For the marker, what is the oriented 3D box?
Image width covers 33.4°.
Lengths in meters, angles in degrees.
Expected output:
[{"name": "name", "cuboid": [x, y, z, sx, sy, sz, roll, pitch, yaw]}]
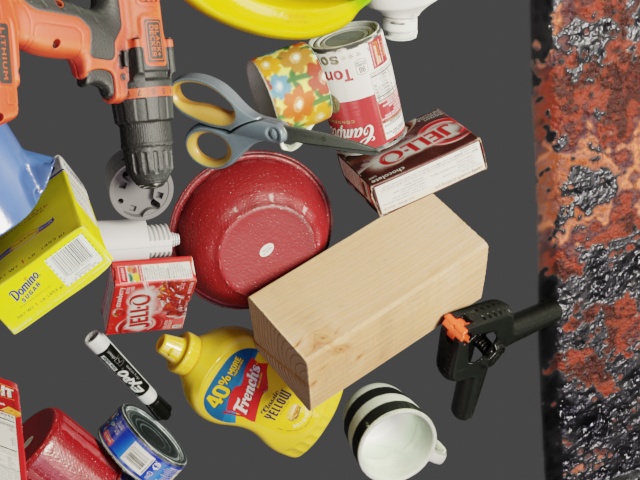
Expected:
[{"name": "marker", "cuboid": [-0.181, 0.131, 1.018, 0.020, 0.020, 0.121, -37, 119, -2]}]

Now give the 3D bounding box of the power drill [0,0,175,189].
[{"name": "power drill", "cuboid": [-0.191, -0.125, 0.822, 0.187, 0.057, 0.184, -12, 97, -51]}]

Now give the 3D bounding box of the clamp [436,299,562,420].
[{"name": "clamp", "cuboid": [0.173, 0.100, 1.080, 0.164, 0.036, 0.209, -47, 151, -2]}]

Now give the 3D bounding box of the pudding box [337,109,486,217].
[{"name": "pudding box", "cuboid": [0.084, -0.074, 0.985, 0.113, 0.090, 0.039, -26, 119, -7]}]

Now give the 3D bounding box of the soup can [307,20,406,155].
[{"name": "soup can", "cuboid": [0.033, -0.136, 0.952, 0.068, 0.068, 0.102, -22, 118, -10]}]

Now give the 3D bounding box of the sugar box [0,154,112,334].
[{"name": "sugar box", "cuboid": [-0.226, -0.004, 0.852, 0.093, 0.176, 0.048, -36, 122, -3]}]

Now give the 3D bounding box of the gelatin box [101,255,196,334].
[{"name": "gelatin box", "cuboid": [-0.156, 0.051, 0.963, 0.073, 0.030, 0.089, -3, 147, -21]}]

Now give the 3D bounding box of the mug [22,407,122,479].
[{"name": "mug", "cuboid": [-0.253, 0.213, 0.996, 0.117, 0.093, 0.081, -25, 120, 33]}]

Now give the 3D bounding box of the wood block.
[{"name": "wood block", "cuboid": [0.046, 0.053, 0.988, 0.205, 0.091, 0.090, -31, 147, -20]}]

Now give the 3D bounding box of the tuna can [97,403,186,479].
[{"name": "tuna can", "cuboid": [-0.168, 0.195, 1.012, 0.034, 0.086, 0.086, -47, 119, 2]}]

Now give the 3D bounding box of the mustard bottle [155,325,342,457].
[{"name": "mustard bottle", "cuboid": [-0.076, 0.136, 1.036, 0.191, 0.058, 0.096, 30, 98, -28]}]

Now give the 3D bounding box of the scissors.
[{"name": "scissors", "cuboid": [-0.045, -0.080, 0.907, 0.016, 0.202, 0.096, -45, 155, -45]}]

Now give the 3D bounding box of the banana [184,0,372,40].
[{"name": "banana", "cuboid": [-0.054, -0.206, 0.903, 0.197, 0.037, 0.070, 7, 125, -18]}]

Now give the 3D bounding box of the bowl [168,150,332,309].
[{"name": "bowl", "cuboid": [-0.056, 0.001, 0.987, 0.162, 0.055, 0.162, -7, 114, -17]}]
